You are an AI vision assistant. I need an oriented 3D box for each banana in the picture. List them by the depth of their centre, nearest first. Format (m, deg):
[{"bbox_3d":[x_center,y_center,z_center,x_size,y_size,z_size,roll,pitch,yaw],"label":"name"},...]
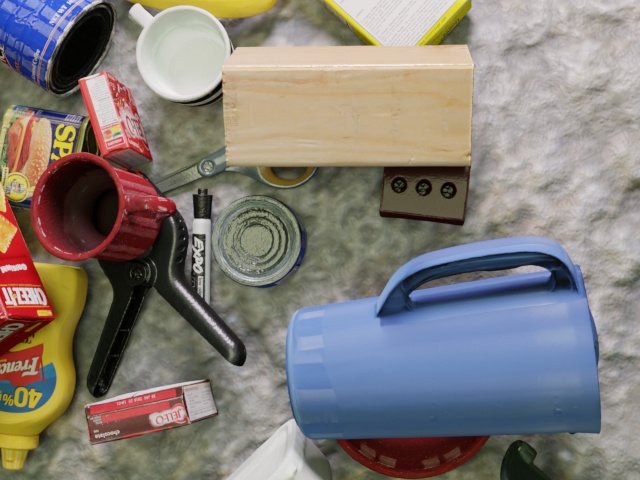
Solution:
[{"bbox_3d":[-0.125,-0.232,0.994,0.198,0.069,0.037,8,110,6],"label":"banana"}]

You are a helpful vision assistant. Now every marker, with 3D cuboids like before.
[{"bbox_3d":[-0.111,0.012,0.991,0.020,0.020,0.121,2,92,7],"label":"marker"}]

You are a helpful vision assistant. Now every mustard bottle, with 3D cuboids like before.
[{"bbox_3d":[-0.274,0.116,0.991,0.096,0.058,0.191,6,87,9],"label":"mustard bottle"}]

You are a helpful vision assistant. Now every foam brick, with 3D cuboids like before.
[{"bbox_3d":[0.093,-0.045,0.958,0.078,0.051,0.053,6,87,8],"label":"foam brick"}]

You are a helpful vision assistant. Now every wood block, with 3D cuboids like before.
[{"bbox_3d":[0.025,-0.116,0.921,0.206,0.090,0.090,0,110,4],"label":"wood block"}]

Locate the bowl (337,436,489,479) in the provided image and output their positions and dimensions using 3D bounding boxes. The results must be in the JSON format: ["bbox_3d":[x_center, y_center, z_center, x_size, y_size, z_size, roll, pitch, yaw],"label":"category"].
[{"bbox_3d":[0.080,0.127,0.947,0.162,0.055,0.162,0,86,7],"label":"bowl"}]

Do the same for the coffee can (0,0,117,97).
[{"bbox_3d":[-0.276,-0.212,0.990,0.140,0.102,0.103,33,91,8],"label":"coffee can"}]

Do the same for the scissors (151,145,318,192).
[{"bbox_3d":[-0.087,-0.058,1.000,0.202,0.016,0.096,-37,88,9],"label":"scissors"}]

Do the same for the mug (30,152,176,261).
[{"bbox_3d":[-0.181,-0.026,0.932,0.117,0.081,0.093,-7,82,20],"label":"mug"}]

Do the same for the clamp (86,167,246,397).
[{"bbox_3d":[-0.167,0.039,0.986,0.165,0.036,0.210,-22,80,19],"label":"clamp"}]

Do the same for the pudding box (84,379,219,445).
[{"bbox_3d":[-0.147,0.151,0.945,0.090,0.113,0.039,-12,86,6],"label":"pudding box"}]

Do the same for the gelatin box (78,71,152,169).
[{"bbox_3d":[-0.185,-0.109,0.978,0.030,0.089,0.073,-18,85,4],"label":"gelatin box"}]

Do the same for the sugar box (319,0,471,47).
[{"bbox_3d":[0.044,-0.242,0.981,0.176,0.048,0.093,45,94,11],"label":"sugar box"}]

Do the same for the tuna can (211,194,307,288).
[{"bbox_3d":[-0.056,0.001,0.983,0.086,0.033,0.086,0,86,7],"label":"tuna can"}]

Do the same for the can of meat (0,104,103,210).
[{"bbox_3d":[-0.255,-0.073,1.002,0.084,0.057,0.102,11,87,10],"label":"can of meat"}]

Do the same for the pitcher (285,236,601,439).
[{"bbox_3d":[0.097,0.088,0.852,0.243,0.145,0.149,-6,78,9],"label":"pitcher"}]

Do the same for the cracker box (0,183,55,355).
[{"bbox_3d":[-0.353,0.014,0.964,0.164,0.072,0.214,-32,73,22],"label":"cracker box"}]
